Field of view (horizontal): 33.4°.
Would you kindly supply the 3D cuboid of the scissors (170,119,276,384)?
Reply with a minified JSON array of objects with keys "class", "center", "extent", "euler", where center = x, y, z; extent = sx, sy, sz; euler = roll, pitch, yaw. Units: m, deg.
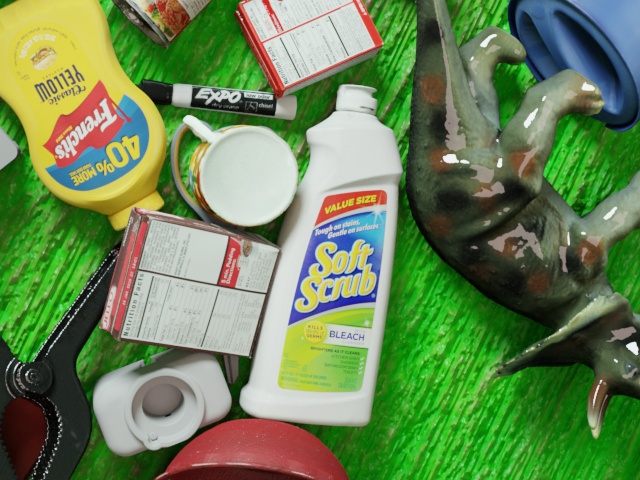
[{"class":"scissors","center":[-0.055,0.001,0.811],"extent":[0.096,0.016,0.202],"euler":[-19,100,-10]}]

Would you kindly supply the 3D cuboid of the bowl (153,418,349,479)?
[{"class":"bowl","center":[-0.043,0.177,0.784],"extent":[0.162,0.162,0.055],"euler":[18,51,-14]}]

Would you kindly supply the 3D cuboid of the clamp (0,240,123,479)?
[{"class":"clamp","center":[-0.210,0.088,0.721],"extent":[0.164,0.036,0.210],"euler":[12,72,-32]}]

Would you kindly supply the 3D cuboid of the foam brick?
[{"class":"foam brick","center":[-0.226,0.144,0.769],"extent":[0.051,0.053,0.078],"euler":[34,87,-14]}]

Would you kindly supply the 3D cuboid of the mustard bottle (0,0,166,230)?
[{"class":"mustard bottle","center":[-0.164,-0.081,0.756],"extent":[0.096,0.058,0.191],"euler":[-28,102,-1]}]

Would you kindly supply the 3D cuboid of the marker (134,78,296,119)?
[{"class":"marker","center":[-0.078,-0.105,0.793],"extent":[0.121,0.020,0.020],"euler":[5,95,-13]}]

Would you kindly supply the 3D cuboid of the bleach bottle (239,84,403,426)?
[{"class":"bleach bottle","center":[0.005,0.009,0.803],"extent":[0.102,0.068,0.251],"euler":[7,92,-14]}]

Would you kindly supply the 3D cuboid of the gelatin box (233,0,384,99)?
[{"class":"gelatin box","center":[-0.009,-0.156,0.790],"extent":[0.089,0.030,0.073],"euler":[-26,87,-11]}]

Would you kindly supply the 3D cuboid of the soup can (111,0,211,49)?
[{"class":"soup can","center":[-0.099,-0.196,0.754],"extent":[0.068,0.068,0.102],"euler":[44,85,-13]}]

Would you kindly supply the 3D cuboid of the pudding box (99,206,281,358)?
[{"class":"pudding box","center":[-0.092,0.032,0.761],"extent":[0.113,0.039,0.090],"euler":[13,96,-33]}]
